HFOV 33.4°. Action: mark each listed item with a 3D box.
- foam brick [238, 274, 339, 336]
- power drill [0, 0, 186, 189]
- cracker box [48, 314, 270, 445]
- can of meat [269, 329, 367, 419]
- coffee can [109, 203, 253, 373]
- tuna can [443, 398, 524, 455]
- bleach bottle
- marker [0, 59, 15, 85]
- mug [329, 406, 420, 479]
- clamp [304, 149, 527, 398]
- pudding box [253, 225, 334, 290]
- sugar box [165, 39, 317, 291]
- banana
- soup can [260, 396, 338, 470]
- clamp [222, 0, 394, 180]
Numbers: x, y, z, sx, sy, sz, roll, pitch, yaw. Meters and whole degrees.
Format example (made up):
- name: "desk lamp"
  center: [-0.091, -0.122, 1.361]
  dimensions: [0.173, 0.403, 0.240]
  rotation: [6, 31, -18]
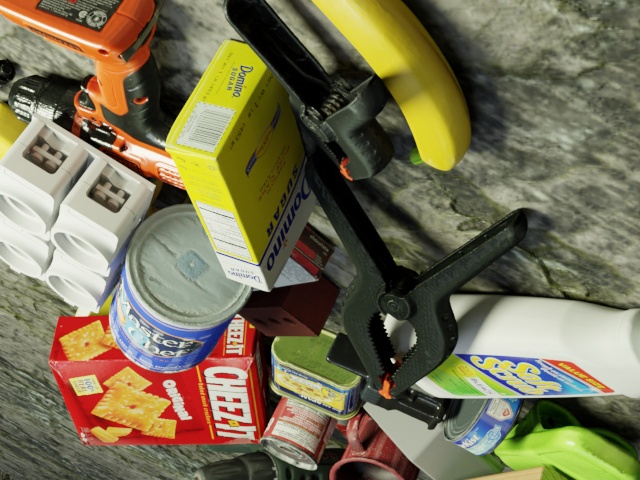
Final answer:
- name: "foam brick"
  center: [-0.032, 0.054, 0.977]
  dimensions: [0.053, 0.051, 0.078]
  rotation: [41, 152, -29]
- name: "power drill"
  center: [-0.168, -0.120, 0.772]
  dimensions: [0.184, 0.057, 0.187]
  rotation: [20, 156, 15]
- name: "cracker box"
  center: [-0.167, 0.154, 1.153]
  dimensions: [0.213, 0.072, 0.164]
  rotation: [-1, 137, 3]
- name: "can of meat"
  center: [-0.001, 0.131, 1.093]
  dimensions: [0.102, 0.057, 0.084]
  rotation: [22, 153, 10]
- name: "coffee can"
  center: [-0.118, 0.043, 0.888]
  dimensions: [0.103, 0.102, 0.140]
  rotation: [29, 153, -4]
- name: "tuna can"
  center: [0.144, 0.145, 0.938]
  dimensions: [0.033, 0.086, 0.086]
  rotation: [29, 156, -8]
- name: "bleach bottle"
  center: [0.170, 0.079, 0.816]
  dimensions: [0.251, 0.068, 0.102]
  rotation: [-7, 138, 47]
- name: "marker"
  center: [-0.288, -0.131, 0.910]
  dimensions: [0.020, 0.020, 0.121]
  rotation: [39, 152, -25]
- name: "mug"
  center: [0.061, 0.228, 1.143]
  dimensions: [0.093, 0.081, 0.117]
  rotation: [-14, 119, 33]
- name: "clamp"
  center: [0.053, 0.032, 0.800]
  dimensions: [0.165, 0.036, 0.210]
  rotation: [24, 132, 15]
- name: "pudding box"
  center: [-0.056, 0.001, 0.915]
  dimensions: [0.090, 0.039, 0.114]
  rotation: [41, 150, -24]
- name: "sugar box"
  center: [-0.049, -0.046, 0.750]
  dimensions: [0.048, 0.093, 0.176]
  rotation: [17, 154, 22]
- name: "banana"
  center: [0.045, -0.097, 0.624]
  dimensions: [0.070, 0.037, 0.197]
  rotation: [8, 149, 35]
- name: "soup can"
  center: [-0.014, 0.187, 1.158]
  dimensions: [0.068, 0.102, 0.068]
  rotation: [22, 155, 11]
- name: "clamp"
  center: [0.012, -0.079, 0.654]
  dimensions: [0.120, 0.039, 0.171]
  rotation: [45, 179, 34]
